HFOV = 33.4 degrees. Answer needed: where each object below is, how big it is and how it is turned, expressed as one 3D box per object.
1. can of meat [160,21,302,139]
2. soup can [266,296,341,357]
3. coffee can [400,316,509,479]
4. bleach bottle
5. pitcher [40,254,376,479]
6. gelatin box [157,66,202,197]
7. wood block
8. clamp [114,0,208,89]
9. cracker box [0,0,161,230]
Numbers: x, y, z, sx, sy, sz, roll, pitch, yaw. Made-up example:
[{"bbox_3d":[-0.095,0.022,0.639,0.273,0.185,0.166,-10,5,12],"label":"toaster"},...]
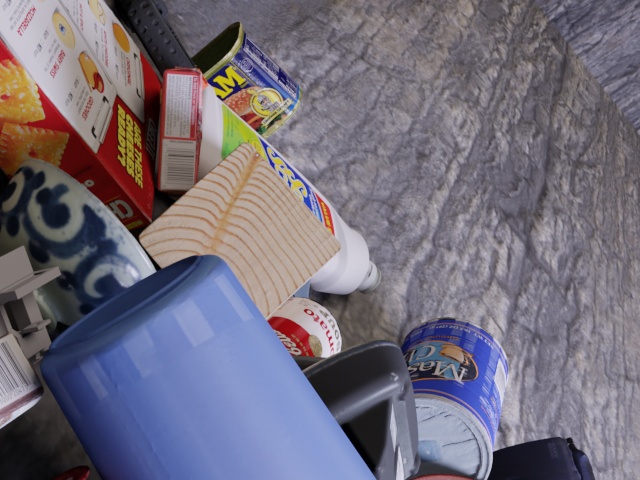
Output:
[{"bbox_3d":[-0.079,-0.126,0.938,0.083,0.102,0.057,42,28,-27],"label":"can of meat"},{"bbox_3d":[-0.031,0.088,0.796,0.068,0.069,0.102,54,26,0],"label":"soup can"},{"bbox_3d":[0.102,0.142,0.909,0.103,0.103,0.140,50,27,-8],"label":"coffee can"},{"bbox_3d":[-0.037,-0.029,0.932,0.250,0.068,0.102,36,37,-35],"label":"bleach bottle"},{"bbox_3d":[-0.040,0.132,0.567,0.144,0.149,0.243,-41,104,-48],"label":"pitcher"},{"bbox_3d":[-0.102,-0.078,0.784,0.073,0.030,0.089,180,-87,-83],"label":"gelatin box"},{"bbox_3d":[-0.055,0.001,0.732,0.090,0.091,0.206,48,-2,-3],"label":"wood block"},{"bbox_3d":[-0.148,-0.193,0.891,0.210,0.036,0.164,58,1,19],"label":"clamp"},{"bbox_3d":[-0.193,-0.123,0.720,0.164,0.072,0.213,-94,159,-45],"label":"cracker box"}]
